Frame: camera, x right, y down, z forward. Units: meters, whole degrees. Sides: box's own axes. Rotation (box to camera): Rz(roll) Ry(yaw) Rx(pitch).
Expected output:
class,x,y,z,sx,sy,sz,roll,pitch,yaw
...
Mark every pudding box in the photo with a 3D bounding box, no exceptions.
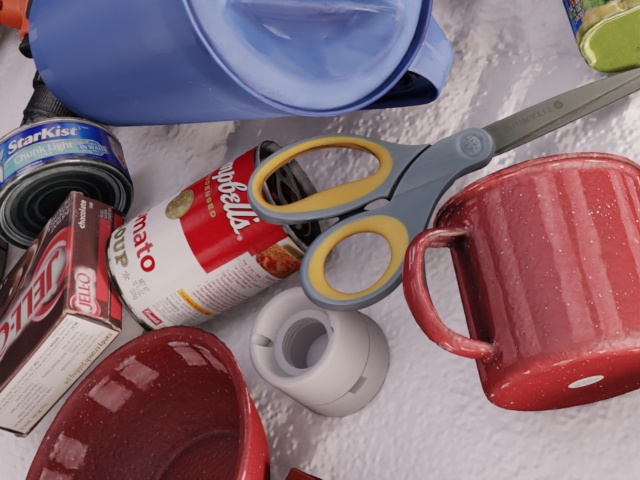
class,x,y,z,sx,sy,sz,roll,pitch,yaw
pudding box,-0.151,0.042,0.593,0.114,0.039,0.090,-47,34,32

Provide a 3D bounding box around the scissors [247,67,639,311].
class,x,y,z,sx,sy,sz,roll,pitch,yaw
scissors,0.067,-0.023,0.497,0.202,0.016,0.096,-9,71,3

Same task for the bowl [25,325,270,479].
class,x,y,z,sx,sy,sz,roll,pitch,yaw
bowl,-0.077,0.125,0.515,0.162,0.055,0.162,-26,47,31

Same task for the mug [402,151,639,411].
class,x,y,z,sx,sy,sz,roll,pitch,yaw
mug,0.089,0.021,0.439,0.093,0.117,0.081,130,136,-55

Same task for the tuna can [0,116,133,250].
class,x,y,z,sx,sy,sz,roll,pitch,yaw
tuna can,-0.155,-0.031,0.630,0.086,0.086,0.034,-33,56,15

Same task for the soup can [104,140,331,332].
class,x,y,z,sx,sy,sz,roll,pitch,yaw
soup can,-0.054,0.001,0.563,0.102,0.068,0.068,-28,56,19

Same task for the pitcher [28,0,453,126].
class,x,y,z,sx,sy,sz,roll,pitch,yaw
pitcher,-0.056,-0.116,0.556,0.144,0.149,0.243,-26,14,-29
